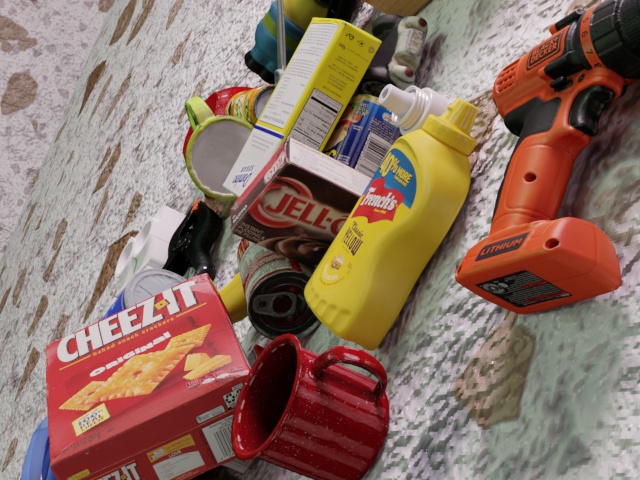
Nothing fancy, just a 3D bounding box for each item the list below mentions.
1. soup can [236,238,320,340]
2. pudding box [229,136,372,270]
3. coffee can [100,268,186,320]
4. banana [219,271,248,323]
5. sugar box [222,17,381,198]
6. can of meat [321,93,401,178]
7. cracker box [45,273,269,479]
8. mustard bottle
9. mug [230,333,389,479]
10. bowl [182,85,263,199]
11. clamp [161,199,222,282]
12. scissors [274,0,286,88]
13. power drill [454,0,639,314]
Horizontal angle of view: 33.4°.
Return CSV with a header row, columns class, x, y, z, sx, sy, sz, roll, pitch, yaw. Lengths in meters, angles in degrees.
class,x,y,z,sx,sy,sz,roll,pitch,yaw
soup can,-0.036,0.034,0.940,0.068,0.068,0.102,-57,22,17
pudding box,-0.004,-0.024,0.869,0.090,0.113,0.039,-47,31,37
coffee can,-0.197,0.113,1.167,0.140,0.102,0.103,-49,26,34
banana,-0.051,0.009,1.010,0.037,0.069,0.198,35,92,28
sugar box,-0.019,-0.108,0.937,0.176,0.048,0.093,-63,21,3
can of meat,0.025,-0.075,0.940,0.102,0.057,0.084,-9,56,64
cracker box,-0.139,0.120,0.880,0.164,0.072,0.214,-24,24,-6
mustard bottle,0.060,-0.019,0.794,0.192,0.058,0.096,-59,23,11
mug,0.001,0.116,0.746,0.117,0.081,0.093,-51,25,30
bowl,-0.130,-0.136,1.355,0.162,0.055,0.162,-48,27,33
clamp,-0.162,0.020,1.256,0.120,0.039,0.171,-30,27,21
scissors,-0.047,-0.160,1.164,0.096,0.016,0.202,131,136,-58
power drill,0.154,-0.057,0.629,0.185,0.057,0.187,-29,37,61
